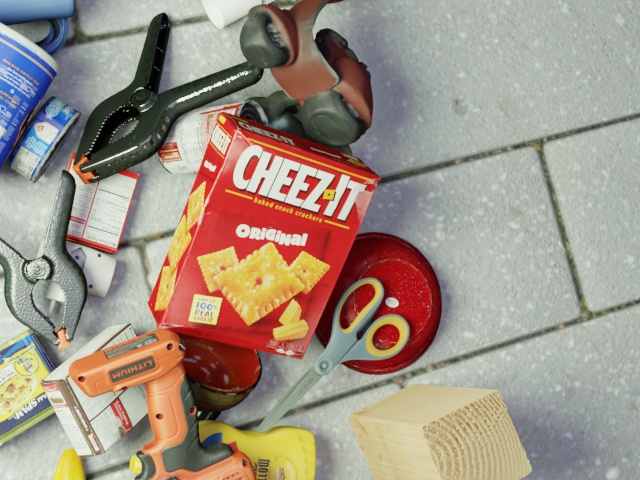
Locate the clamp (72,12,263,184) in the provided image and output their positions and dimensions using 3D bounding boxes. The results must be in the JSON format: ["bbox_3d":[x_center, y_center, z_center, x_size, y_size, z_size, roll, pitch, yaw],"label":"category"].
[{"bbox_3d":[-0.180,-0.145,1.097,0.210,0.036,0.165,-43,53,-10],"label":"clamp"}]

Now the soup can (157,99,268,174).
[{"bbox_3d":[-0.112,-0.106,1.107,0.102,0.068,0.068,-4,83,25],"label":"soup can"}]

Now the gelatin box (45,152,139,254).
[{"bbox_3d":[-0.236,-0.038,1.105,0.073,0.030,0.089,18,78,-16],"label":"gelatin box"}]

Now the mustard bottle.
[{"bbox_3d":[-0.100,0.233,1.089,0.191,0.058,0.096,9,86,-26],"label":"mustard bottle"}]

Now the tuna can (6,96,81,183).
[{"bbox_3d":[-0.277,-0.102,1.070,0.033,0.086,0.086,34,75,-10],"label":"tuna can"}]

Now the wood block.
[{"bbox_3d":[0.116,0.208,1.098,0.090,0.206,0.090,-23,91,-19],"label":"wood block"}]

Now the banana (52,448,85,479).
[{"bbox_3d":[-0.283,0.302,1.048,0.069,0.037,0.197,41,74,-11],"label":"banana"}]

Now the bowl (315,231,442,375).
[{"bbox_3d":[0.071,0.068,1.179,0.162,0.055,0.162,2,84,-17],"label":"bowl"}]

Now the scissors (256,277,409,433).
[{"bbox_3d":[0.022,0.135,1.119,0.096,0.016,0.201,32,76,-11],"label":"scissors"}]

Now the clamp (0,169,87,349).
[{"bbox_3d":[-0.267,0.018,1.037,0.120,0.039,0.171,-27,100,-2],"label":"clamp"}]

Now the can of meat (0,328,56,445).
[{"bbox_3d":[-0.305,0.146,1.049,0.102,0.057,0.084,-31,92,-19],"label":"can of meat"}]

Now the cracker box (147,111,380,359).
[{"bbox_3d":[-0.057,0.001,1.064,0.164,0.072,0.214,17,105,-26],"label":"cracker box"}]

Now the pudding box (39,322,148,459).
[{"bbox_3d":[-0.212,0.146,1.053,0.113,0.039,0.090,-45,115,-54],"label":"pudding box"}]

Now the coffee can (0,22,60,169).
[{"bbox_3d":[-0.322,-0.128,0.997,0.102,0.103,0.140,30,81,-13],"label":"coffee can"}]

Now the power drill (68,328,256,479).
[{"bbox_3d":[-0.168,0.190,0.995,0.184,0.057,0.187,-22,105,-17],"label":"power drill"}]
